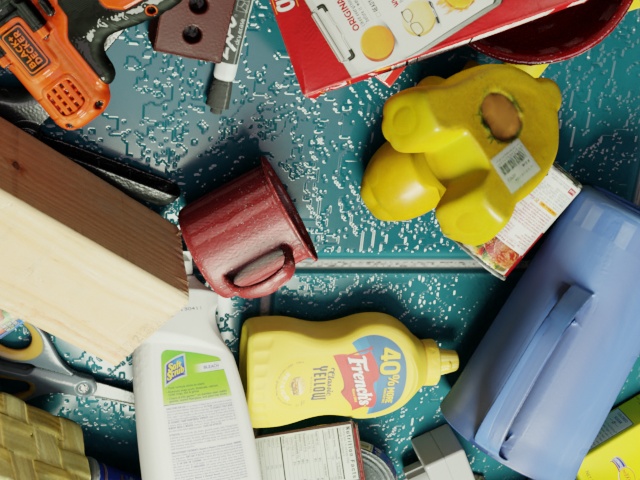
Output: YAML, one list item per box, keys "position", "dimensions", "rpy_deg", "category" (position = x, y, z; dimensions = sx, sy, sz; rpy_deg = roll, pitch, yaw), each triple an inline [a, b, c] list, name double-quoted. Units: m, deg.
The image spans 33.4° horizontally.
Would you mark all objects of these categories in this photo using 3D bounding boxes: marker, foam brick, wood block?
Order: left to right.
- position: [-0.204, -0.005, 0.775]
  dimensions: [0.090, 0.091, 0.205]
  rpy_deg: [-41, 128, 20]
  category: "wood block"
- position: [-0.092, -0.176, 0.779]
  dimensions: [0.053, 0.051, 0.078]
  rpy_deg: [8, 110, -17]
  category: "foam brick"
- position: [-0.067, -0.154, 0.813]
  dimensions: [0.020, 0.020, 0.121]
  rpy_deg: [9, 110, -17]
  category: "marker"

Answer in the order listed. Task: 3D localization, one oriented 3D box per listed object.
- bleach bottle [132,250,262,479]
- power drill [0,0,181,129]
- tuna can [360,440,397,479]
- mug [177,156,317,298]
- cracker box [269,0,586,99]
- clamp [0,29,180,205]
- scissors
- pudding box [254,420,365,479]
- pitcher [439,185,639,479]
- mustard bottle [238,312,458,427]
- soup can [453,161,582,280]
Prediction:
- position: [-0.099, 0.134, 0.865]
  dimensions: [0.102, 0.068, 0.251]
  rpy_deg: [-5, 87, -30]
  category: "bleach bottle"
- position: [-0.157, -0.191, 0.709]
  dimensions: [0.188, 0.057, 0.184]
  rpy_deg: [-33, 112, 12]
  category: "power drill"
- position: [0.028, 0.225, 0.970]
  dimensions: [0.086, 0.033, 0.086]
  rpy_deg: [1, 95, 7]
  category: "tuna can"
- position: [-0.055, 0.001, 0.831]
  dimensions: [0.081, 0.117, 0.093]
  rpy_deg: [-28, 135, 4]
  category: "mug"
- position: [0.064, -0.211, 0.748]
  dimensions: [0.214, 0.072, 0.164]
  rpy_deg: [-19, 93, 6]
  category: "cracker box"
- position: [-0.213, -0.072, 0.803]
  dimensions: [0.210, 0.036, 0.164]
  rpy_deg: [-19, 122, -2]
  category: "clamp"
- position: [-0.203, 0.104, 0.891]
  dimensions: [0.201, 0.016, 0.096]
  rpy_deg: [4, 111, -15]
  category: "scissors"
- position: [-0.017, 0.210, 0.931]
  dimensions: [0.113, 0.039, 0.090]
  rpy_deg: [-9, 74, 4]
  category: "pudding box"
- position: [0.211, 0.079, 0.913]
  dimensions: [0.144, 0.149, 0.243]
  rpy_deg: [22, 103, -21]
  category: "pitcher"
- position: [0.027, 0.110, 0.926]
  dimensions: [0.191, 0.058, 0.096]
  rpy_deg: [-2, 113, -13]
  category: "mustard bottle"
- position: [0.161, -0.027, 0.895]
  dimensions: [0.068, 0.068, 0.102]
  rpy_deg: [35, 100, -24]
  category: "soup can"
